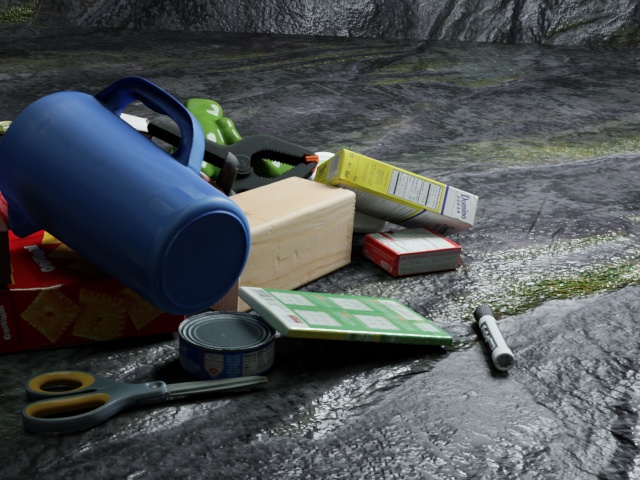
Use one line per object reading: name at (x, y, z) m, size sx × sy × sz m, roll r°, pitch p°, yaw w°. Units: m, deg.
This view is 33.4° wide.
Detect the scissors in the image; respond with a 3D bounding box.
scissors at (-0.153, 0.119, 0.881) m, size 0.201 × 0.016 × 0.096 m, roll -10°, pitch 22°, yaw -34°

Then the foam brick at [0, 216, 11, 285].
foam brick at (-0.304, 0.004, 0.932) m, size 0.051 × 0.053 × 0.078 m, roll -8°, pitch 25°, yaw -24°

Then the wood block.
wood block at (-0.058, 0.001, 1.137) m, size 0.091 × 0.090 × 0.205 m, roll 16°, pitch 22°, yaw 32°

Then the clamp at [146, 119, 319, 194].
clamp at (-0.103, -0.075, 1.304) m, size 0.209 × 0.164 × 0.036 m, roll -1°, pitch -25°, yaw -14°

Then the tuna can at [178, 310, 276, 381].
tuna can at (-0.082, 0.093, 0.941) m, size 0.086 × 0.034 × 0.086 m, roll 3°, pitch 18°, yaw -1°

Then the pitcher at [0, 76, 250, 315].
pitcher at (-0.168, -0.041, 0.947) m, size 0.144 × 0.149 × 0.243 m, roll -18°, pitch 37°, yaw -39°

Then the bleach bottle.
bleach bottle at (0.022, -0.075, 1.424) m, size 0.102 × 0.068 × 0.251 m, roll 3°, pitch 16°, yaw -8°

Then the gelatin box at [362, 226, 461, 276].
gelatin box at (0.104, 0.013, 1.218) m, size 0.089 × 0.030 × 0.073 m, roll -7°, pitch 22°, yaw -27°

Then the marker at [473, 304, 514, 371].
marker at (0.163, 0.090, 1.010) m, size 0.020 × 0.020 × 0.121 m, roll 2°, pitch 18°, yaw -2°

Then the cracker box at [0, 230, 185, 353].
cracker box at (-0.251, 0.039, 1.021) m, size 0.213 × 0.072 × 0.164 m, roll -5°, pitch 20°, yaw -20°

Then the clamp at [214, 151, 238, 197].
clamp at (-0.135, -0.053, 1.195) m, size 0.120 × 0.171 × 0.039 m, roll 18°, pitch 61°, yaw 18°

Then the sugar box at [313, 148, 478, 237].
sugar box at (0.086, -0.053, 1.255) m, size 0.176 × 0.048 × 0.093 m, roll 16°, pitch -14°, yaw -17°
